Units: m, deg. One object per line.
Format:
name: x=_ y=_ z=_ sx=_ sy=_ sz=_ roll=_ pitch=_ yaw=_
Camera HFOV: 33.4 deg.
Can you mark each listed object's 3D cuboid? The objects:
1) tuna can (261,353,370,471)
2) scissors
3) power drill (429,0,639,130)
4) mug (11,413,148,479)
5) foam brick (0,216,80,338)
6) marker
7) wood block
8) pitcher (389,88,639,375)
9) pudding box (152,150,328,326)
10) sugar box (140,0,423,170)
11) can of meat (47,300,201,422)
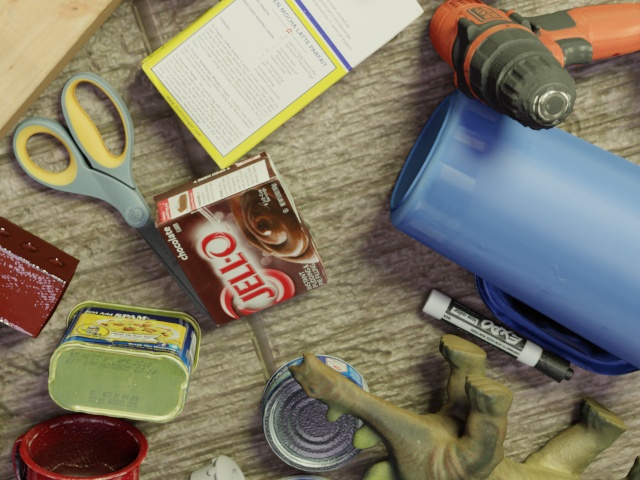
tuna can: x=-0.002 y=0.132 z=0.816 sx=0.086 sy=0.034 sz=0.086 roll=0 pitch=106 yaw=-2
scissors: x=-0.155 y=-0.021 z=0.778 sx=0.096 sy=0.016 sz=0.202 roll=-16 pitch=106 yaw=5
power drill: x=0.178 y=-0.123 z=0.682 sx=0.187 sy=0.184 sz=0.057 roll=-6 pitch=118 yaw=-9
mug: x=-0.188 y=0.185 z=0.804 sx=0.117 sy=0.093 sz=0.081 roll=17 pitch=112 yaw=26
foam brick: x=-0.222 y=0.025 z=0.769 sx=0.078 sy=0.053 sz=0.051 roll=30 pitch=103 yaw=-10
marker: x=0.134 y=0.072 z=0.798 sx=0.121 sy=0.020 sz=0.020 roll=28 pitch=103 yaw=4
wood block: x=-0.222 y=-0.128 z=0.707 sx=0.090 sy=0.091 sz=0.206 roll=42 pitch=101 yaw=-12
pitcher: x=0.171 y=0.001 z=0.744 sx=0.242 sy=0.145 sz=0.149 roll=27 pitch=91 yaw=-5
pudding box: x=-0.055 y=0.001 z=0.754 sx=0.090 sy=0.039 sz=0.113 roll=-22 pitch=130 yaw=4
sugar box: x=-0.027 y=-0.139 z=0.733 sx=0.176 sy=0.048 sz=0.093 roll=-37 pitch=105 yaw=5
can of meat: x=-0.141 y=0.087 z=0.773 sx=0.102 sy=0.084 sz=0.057 roll=8 pitch=105 yaw=-4
